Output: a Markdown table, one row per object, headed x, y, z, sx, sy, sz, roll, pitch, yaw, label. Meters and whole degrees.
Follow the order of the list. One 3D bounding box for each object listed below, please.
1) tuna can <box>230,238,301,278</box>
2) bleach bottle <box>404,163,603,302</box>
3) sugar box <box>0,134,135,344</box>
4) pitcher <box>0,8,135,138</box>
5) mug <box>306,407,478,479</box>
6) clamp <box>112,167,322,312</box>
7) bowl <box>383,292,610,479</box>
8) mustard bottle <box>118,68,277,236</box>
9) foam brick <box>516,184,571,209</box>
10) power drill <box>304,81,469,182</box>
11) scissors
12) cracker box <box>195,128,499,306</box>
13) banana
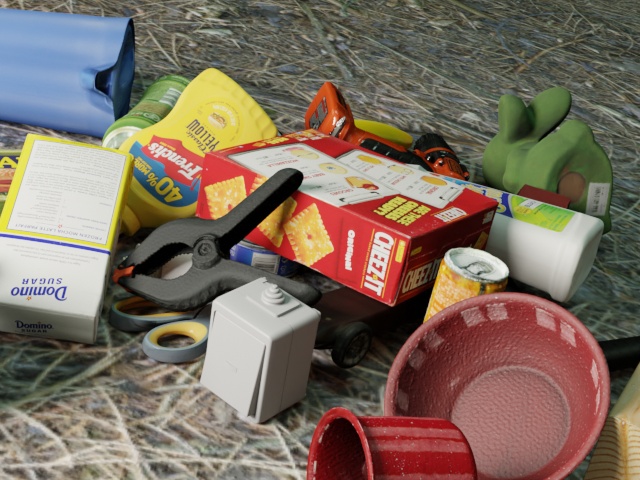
| x | y | z | sx | sy | sz | roll | pitch | yaw | label |
| --- | --- | --- | --- | --- | --- | --- | --- | --- | --- |
| -0.056 | 0.001 | 0.990 | 0.086 | 0.034 | 0.086 | 10 | 27 | -5 | tuna can |
| 0.135 | -0.022 | 1.020 | 0.251 | 0.068 | 0.102 | 20 | 26 | 21 | bleach bottle |
| -0.210 | -0.004 | 0.860 | 0.093 | 0.048 | 0.176 | 10 | 52 | -6 | sugar box |
| -0.323 | -0.188 | 1.153 | 0.242 | 0.149 | 0.145 | 7 | 57 | -3 | pitcher |
| 0.048 | 0.164 | 0.676 | 0.081 | 0.093 | 0.117 | 5 | 58 | -25 | mug |
| -0.081 | 0.003 | 0.855 | 0.171 | 0.039 | 0.120 | -5 | 59 | 12 | clamp |
| 0.130 | 0.120 | 0.767 | 0.162 | 0.055 | 0.162 | -13 | 54 | 18 | bowl |
| -0.136 | -0.068 | 0.994 | 0.096 | 0.058 | 0.191 | 45 | 71 | 1 | mustard bottle |
| 0.215 | -0.009 | 1.077 | 0.051 | 0.078 | 0.052 | 19 | 27 | 16 | foam brick |
| 0.076 | -0.102 | 1.167 | 0.187 | 0.057 | 0.184 | 25 | 22 | -16 | power drill |
| -0.070 | 0.067 | 0.875 | 0.201 | 0.016 | 0.096 | 0 | 28 | -20 | scissors |
| 0.023 | -0.027 | 0.946 | 0.214 | 0.072 | 0.163 | 25 | 25 | 28 | cracker box |
| 0.027 | -0.113 | 1.248 | 0.197 | 0.037 | 0.070 | -20 | 59 | -45 | banana |
